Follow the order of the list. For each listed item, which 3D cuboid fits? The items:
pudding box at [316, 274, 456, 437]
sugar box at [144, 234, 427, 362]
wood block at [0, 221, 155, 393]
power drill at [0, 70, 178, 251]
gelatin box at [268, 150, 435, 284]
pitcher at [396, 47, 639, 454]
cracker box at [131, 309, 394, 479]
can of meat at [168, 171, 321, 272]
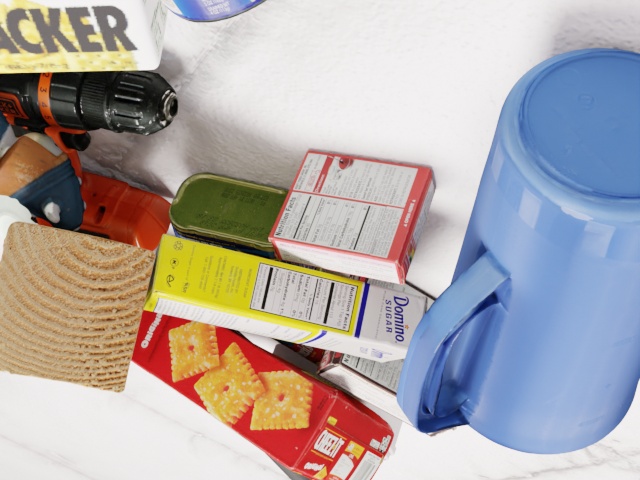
[{"bbox_3d":[0.061,0.083,0.808,0.113,0.090,0.039,30,150,-16],"label":"pudding box"},{"bbox_3d":[-0.026,0.041,0.711,0.176,0.048,0.093,11,169,-10],"label":"sugar box"},{"bbox_3d":[-0.179,0.044,0.732,0.090,0.091,0.206,13,174,-16],"label":"wood block"},{"bbox_3d":[-0.164,-0.064,0.744,0.185,0.057,0.187,15,149,20],"label":"power drill"},{"bbox_3d":[0.021,-0.016,0.681,0.089,0.073,0.030,10,150,20],"label":"gelatin box"},{"bbox_3d":[0.129,0.017,0.593,0.145,0.149,0.243,12,146,8],"label":"pitcher"},{"bbox_3d":[-0.058,0.117,0.875,0.214,0.072,0.164,29,173,28],"label":"cracker box"},{"bbox_3d":[-0.055,0.001,0.781,0.102,0.057,0.084,12,148,15],"label":"can of meat"}]
